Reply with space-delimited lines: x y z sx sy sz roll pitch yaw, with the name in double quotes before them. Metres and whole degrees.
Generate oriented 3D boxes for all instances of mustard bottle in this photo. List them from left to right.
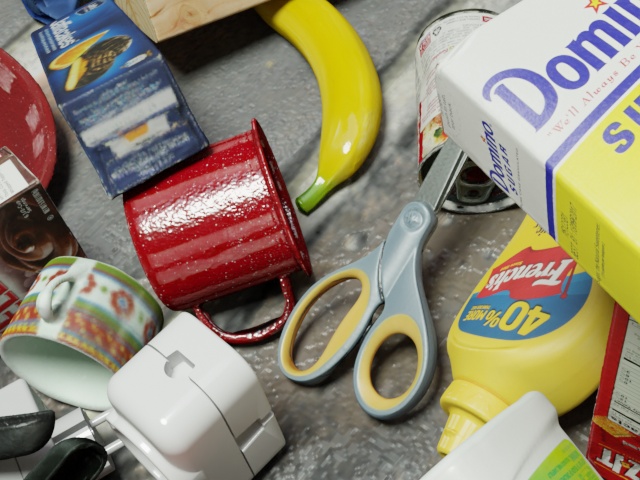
"mustard bottle" 0.116 0.031 0.531 0.191 0.058 0.096 -53 27 -17

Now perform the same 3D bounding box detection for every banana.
"banana" -0.001 -0.109 0.680 0.069 0.037 0.198 -14 54 2

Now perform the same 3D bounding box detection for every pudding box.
"pudding box" -0.180 0.013 0.584 0.090 0.113 0.039 -36 58 -13

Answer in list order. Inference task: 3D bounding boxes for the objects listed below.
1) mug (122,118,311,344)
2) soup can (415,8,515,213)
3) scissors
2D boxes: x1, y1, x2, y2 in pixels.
"mug" -0.054 0.001 0.591 0.081 0.093 0.117 -20 89 3
"soup can" 0.089 -0.076 0.620 0.068 0.068 0.102 -4 54 8
"scissors" 0.058 0.008 0.550 0.202 0.016 0.096 -48 60 8
